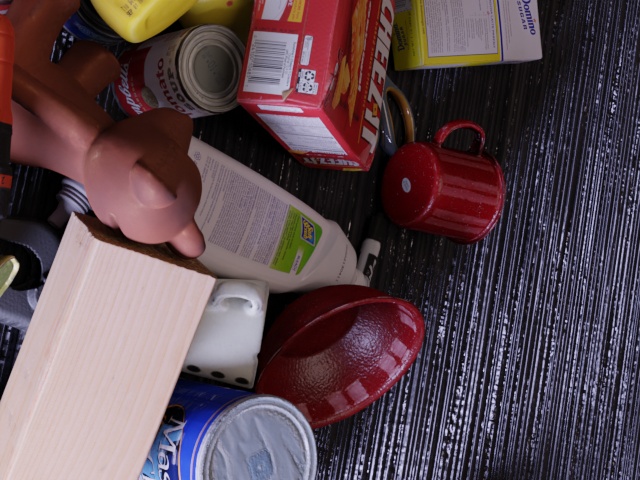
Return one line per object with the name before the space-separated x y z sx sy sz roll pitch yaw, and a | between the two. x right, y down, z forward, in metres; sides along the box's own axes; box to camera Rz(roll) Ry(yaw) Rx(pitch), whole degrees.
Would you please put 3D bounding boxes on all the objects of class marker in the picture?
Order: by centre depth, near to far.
marker | 0.039 0.031 0.985 0.020 0.020 0.121 28 74 -34

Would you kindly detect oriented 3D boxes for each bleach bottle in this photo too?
bleach bottle | -0.056 0.001 0.886 0.250 0.068 0.102 30 73 -36

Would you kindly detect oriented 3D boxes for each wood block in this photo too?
wood block | -0.160 0.096 0.745 0.090 0.090 0.206 19 96 -27

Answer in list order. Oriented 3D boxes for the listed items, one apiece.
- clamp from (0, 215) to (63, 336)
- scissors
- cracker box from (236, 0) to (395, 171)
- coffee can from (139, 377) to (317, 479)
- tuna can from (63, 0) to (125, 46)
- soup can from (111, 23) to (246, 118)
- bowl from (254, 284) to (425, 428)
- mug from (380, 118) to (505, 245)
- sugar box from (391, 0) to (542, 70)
clamp | -0.206 0.049 0.785 0.171 0.039 0.120 38 67 -30
scissors | 0.033 -0.162 0.983 0.096 0.016 0.202 -35 110 -32
cracker box | 0.006 -0.158 0.855 0.213 0.072 0.164 35 63 -75
coffee can | -0.085 0.161 0.813 0.102 0.141 0.103 0 90 -38
tuna can | -0.164 -0.194 0.819 0.085 0.034 0.086 0 90 -38
soup can | -0.107 -0.126 0.820 0.068 0.102 0.068 0 91 -38
bowl | 0.007 0.089 0.909 0.162 0.055 0.162 -19 140 -17
mug | 0.115 -0.057 0.991 0.081 0.093 0.117 9 111 -37
sugar box | 0.144 -0.218 1.051 0.175 0.048 0.093 -10 96 -41
